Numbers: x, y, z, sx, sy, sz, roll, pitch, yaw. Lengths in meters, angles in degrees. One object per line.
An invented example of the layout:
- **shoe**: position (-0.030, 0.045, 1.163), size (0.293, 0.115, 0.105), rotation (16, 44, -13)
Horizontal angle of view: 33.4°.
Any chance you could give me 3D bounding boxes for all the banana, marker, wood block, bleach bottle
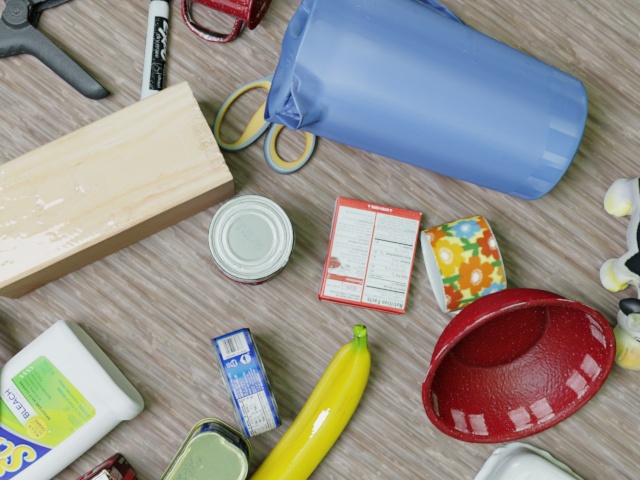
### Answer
- **banana**: position (-0.012, 0.154, 0.868), size (0.037, 0.069, 0.198), rotation (32, 90, 35)
- **marker**: position (-0.139, -0.170, 0.907), size (0.020, 0.020, 0.121), rotation (4, 86, -3)
- **wood block**: position (-0.180, -0.039, 0.859), size (0.206, 0.091, 0.090), rotation (-25, 87, -5)
- **bleach bottle**: position (-0.267, 0.180, 0.852), size (0.251, 0.068, 0.102), rotation (-42, 85, -3)

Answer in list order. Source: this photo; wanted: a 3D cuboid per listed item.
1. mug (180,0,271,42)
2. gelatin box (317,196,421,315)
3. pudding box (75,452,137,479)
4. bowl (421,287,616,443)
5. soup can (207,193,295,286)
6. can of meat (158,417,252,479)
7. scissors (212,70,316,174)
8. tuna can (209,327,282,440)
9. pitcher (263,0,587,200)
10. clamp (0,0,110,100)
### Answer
- **mug**: position (-0.082, -0.222, 0.887), size (0.081, 0.093, 0.117), rotation (21, 121, 3)
- **gelatin box**: position (0.041, 0.013, 0.898), size (0.073, 0.030, 0.089), rotation (11, 85, -4)
- **pudding box**: position (-0.200, 0.216, 0.838), size (0.113, 0.090, 0.039), rotation (-35, 89, -5)
- **bowl**: position (0.152, 0.091, 0.861), size (0.162, 0.055, 0.162), rotation (-8, 130, -9)
- **soup can**: position (-0.056, 0.001, 0.857), size (0.068, 0.102, 0.068), rotation (0, 86, -4)
- **can of meat**: position (-0.098, 0.196, 0.849), size (0.057, 0.084, 0.102), rotation (33, 84, 0)
- **scissors**: position (-0.006, -0.140, 0.914), size (0.201, 0.016, 0.096), rotation (-45, 91, -5)
- **tuna can**: position (-0.060, 0.114, 0.856), size (0.033, 0.086, 0.086), rotation (-19, 87, -6)
- **pitcher**: position (0.086, -0.128, 0.862), size (0.242, 0.145, 0.149), rotation (19, 96, -10)
- **clamp**: position (-0.244, -0.178, 0.892), size (0.171, 0.039, 0.120), rotation (0, 81, 3)
